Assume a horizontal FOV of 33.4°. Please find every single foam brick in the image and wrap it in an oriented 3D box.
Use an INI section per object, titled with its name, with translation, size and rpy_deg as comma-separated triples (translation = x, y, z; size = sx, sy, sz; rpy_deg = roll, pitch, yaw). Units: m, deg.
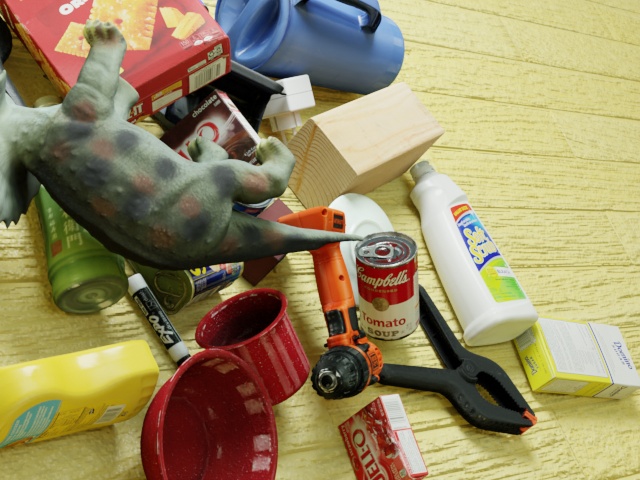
[foam brick]
translation = -0.057, 0.001, 1.140
size = 0.051, 0.053, 0.078
rpy_deg = 45, 40, -1

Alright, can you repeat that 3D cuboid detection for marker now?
[marker]
translation = -0.148, 0.086, 1.016
size = 0.020, 0.020, 0.121
rpy_deg = -22, 73, -48

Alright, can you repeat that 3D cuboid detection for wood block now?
[wood block]
translation = 0.050, -0.114, 1.301
size = 0.090, 0.091, 0.205
rpy_deg = 52, 40, 8

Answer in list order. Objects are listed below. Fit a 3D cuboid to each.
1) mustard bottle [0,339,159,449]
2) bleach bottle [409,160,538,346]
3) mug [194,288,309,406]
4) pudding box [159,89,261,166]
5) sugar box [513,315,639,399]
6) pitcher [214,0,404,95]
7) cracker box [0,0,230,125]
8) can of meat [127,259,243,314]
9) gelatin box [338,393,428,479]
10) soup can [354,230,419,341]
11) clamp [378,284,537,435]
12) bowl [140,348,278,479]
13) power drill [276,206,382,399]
[mustard bottle]
translation = -0.229, 0.129, 0.849
size = 0.191, 0.096, 0.058
rpy_deg = -8, 63, -44
[bleach bottle]
translation = 0.172, 0.007, 1.329
size = 0.102, 0.068, 0.251
rpy_deg = -1, 56, -44
[mug]
translation = -0.063, 0.100, 1.018
size = 0.081, 0.093, 0.117
rpy_deg = 67, -6, -27
[pudding box]
translation = -0.119, -0.087, 1.116
size = 0.090, 0.113, 0.039
rpy_deg = 52, 10, 7
[sugar box]
translation = 0.326, 0.149, 1.356
size = 0.175, 0.048, 0.093
rpy_deg = 13, 49, -38
[pitcher]
translation = 0.002, -0.257, 1.328
size = 0.242, 0.145, 0.149
rpy_deg = 6, 22, -47
[cracker box]
translation = -0.216, -0.225, 1.081
size = 0.164, 0.072, 0.214
rpy_deg = -32, 72, -17
[can of meat]
translation = -0.136, 0.013, 1.059
size = 0.102, 0.058, 0.083
rpy_deg = 55, 37, 9
[gelatin box]
translation = 0.061, 0.207, 1.053
size = 0.030, 0.073, 0.089
rpy_deg = 2, 57, -39
[soup can]
translation = 0.073, 0.050, 1.161
size = 0.068, 0.102, 0.068
rpy_deg = -4, 34, 2
[clamp]
translation = 0.152, 0.157, 1.203
size = 0.210, 0.036, 0.164
rpy_deg = 41, 40, -1
[bowl]
translation = -0.105, 0.177, 0.921
size = 0.161, 0.055, 0.162
rpy_deg = 24, 60, -52
[power drill]
translation = 0.009, 0.063, 1.057
size = 0.184, 0.057, 0.187
rpy_deg = 7, 70, -79
